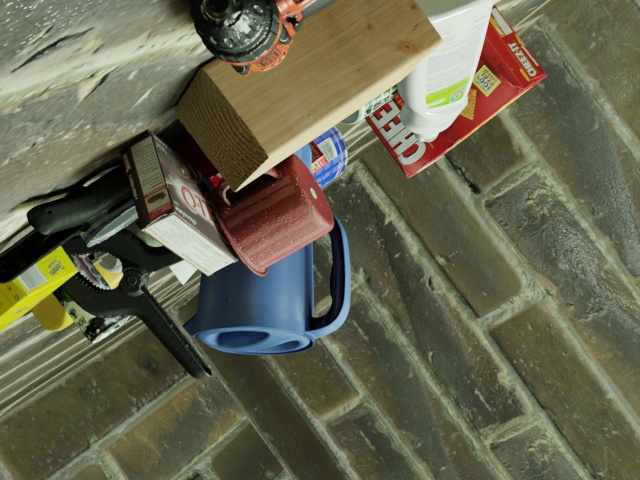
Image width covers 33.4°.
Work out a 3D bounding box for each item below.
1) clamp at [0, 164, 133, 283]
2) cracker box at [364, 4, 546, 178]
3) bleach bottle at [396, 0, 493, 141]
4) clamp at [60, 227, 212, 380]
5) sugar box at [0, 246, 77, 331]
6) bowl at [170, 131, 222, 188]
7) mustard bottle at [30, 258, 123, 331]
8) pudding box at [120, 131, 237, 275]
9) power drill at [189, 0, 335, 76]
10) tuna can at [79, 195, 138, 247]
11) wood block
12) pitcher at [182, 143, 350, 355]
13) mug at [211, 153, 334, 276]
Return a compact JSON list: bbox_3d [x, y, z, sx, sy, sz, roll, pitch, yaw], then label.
[{"bbox_3d":[-0.206,-0.028,0.927,0.171,0.039,0.120,-40,-174,-33],"label":"clamp"},{"bbox_3d":[0.141,-0.199,1.300,0.214,0.164,0.072,-37,177,43],"label":"cracker box"},{"bbox_3d":[0.117,-0.184,1.131,0.102,0.068,0.251,-21,153,-12],"label":"bleach bottle"},{"bbox_3d":[-0.181,0.031,1.091,0.036,0.210,0.164,-5,117,-86],"label":"clamp"},{"bbox_3d":[-0.333,0.072,1.063,0.176,0.048,0.093,-38,179,24],"label":"sugar box"},{"bbox_3d":[-0.107,-0.087,1.077,0.162,0.055,0.162,-36,179,-1],"label":"bowl"},{"bbox_3d":[-0.278,0.044,1.380,0.191,0.058,0.096,-36,180,-39],"label":"mustard bottle"},{"bbox_3d":[-0.123,-0.030,0.937,0.039,0.090,0.113,-30,148,14],"label":"pudding box"},{"bbox_3d":[0.005,-0.176,0.670,0.188,0.057,0.184,-34,-177,5],"label":"power drill"},{"bbox_3d":[-0.201,-0.032,1.038,0.086,0.034,0.086,-36,179,-1],"label":"tuna can"},{"bbox_3d":[-0.009,-0.141,0.908,0.205,0.090,0.091,-37,180,-27],"label":"wood block"},{"bbox_3d":[-0.058,0.001,1.188,0.149,0.243,0.145,11,161,-24],"label":"pitcher"},{"bbox_3d":[-0.046,-0.033,0.965,0.081,0.093,0.117,-29,138,12],"label":"mug"}]
